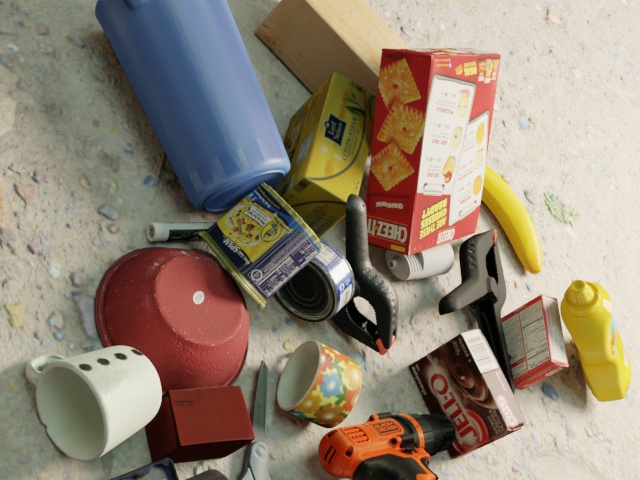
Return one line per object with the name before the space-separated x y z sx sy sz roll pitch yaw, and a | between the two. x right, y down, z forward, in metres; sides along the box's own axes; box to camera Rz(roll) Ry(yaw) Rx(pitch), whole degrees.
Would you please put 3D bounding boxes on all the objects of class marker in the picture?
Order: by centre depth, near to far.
marker | -0.118 -0.009 1.071 0.120 0.020 0.020 -1 64 -38

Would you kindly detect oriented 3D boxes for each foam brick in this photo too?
foam brick | -0.108 0.163 0.944 0.078 0.051 0.053 3 60 -37

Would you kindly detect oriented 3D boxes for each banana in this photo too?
banana | 0.219 -0.045 1.350 0.198 0.037 0.069 45 62 -3

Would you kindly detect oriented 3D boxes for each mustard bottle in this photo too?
mustard bottle | 0.319 0.105 1.244 0.191 0.058 0.096 58 29 -47

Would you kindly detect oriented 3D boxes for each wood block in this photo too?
wood block | 0.036 -0.216 1.276 0.206 0.091 0.090 46 44 -4

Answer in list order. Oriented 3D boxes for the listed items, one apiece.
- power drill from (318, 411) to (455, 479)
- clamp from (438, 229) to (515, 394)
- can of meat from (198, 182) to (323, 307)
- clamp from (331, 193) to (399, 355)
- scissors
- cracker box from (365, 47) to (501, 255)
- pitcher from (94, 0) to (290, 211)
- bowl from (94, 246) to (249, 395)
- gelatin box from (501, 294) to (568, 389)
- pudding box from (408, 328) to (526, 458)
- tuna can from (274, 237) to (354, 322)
power drill | 0.111 0.236 1.015 0.184 0.057 0.188 -1 32 -45
clamp | 0.190 0.071 1.232 0.164 0.036 0.209 59 29 -27
can of meat | -0.057 0.001 1.034 0.102 0.084 0.057 45 -4 44
clamp | 0.035 0.035 1.097 0.171 0.120 0.039 51 40 -5
scissors | -0.045 0.213 0.986 0.096 0.016 0.201 35 46 -17
cracker box | 0.122 -0.105 1.185 0.163 0.072 0.214 -15 116 -54
pitcher | -0.121 -0.156 1.099 0.149 0.145 0.243 -18 78 -31
bowl | -0.124 0.066 0.992 0.161 0.055 0.162 20 51 -27
gelatin box | 0.247 0.118 1.235 0.030 0.073 0.089 17 53 -29
pudding box | 0.153 0.161 1.122 0.039 0.090 0.113 -7 67 -42
tuna can | -0.010 0.040 1.076 0.086 0.086 0.033 49 46 -1
